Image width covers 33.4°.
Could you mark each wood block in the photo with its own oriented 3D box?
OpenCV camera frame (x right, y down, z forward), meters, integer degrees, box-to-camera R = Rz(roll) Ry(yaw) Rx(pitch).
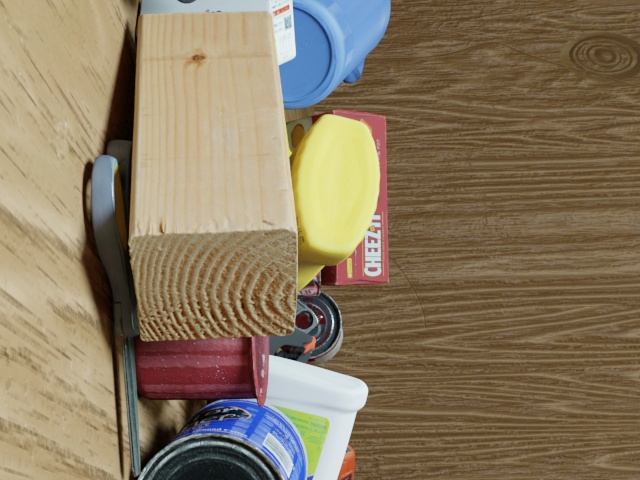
[{"bbox_3d":[-0.067,-0.046,0.656,0.090,0.090,0.206,93,-7,-45],"label":"wood block"}]

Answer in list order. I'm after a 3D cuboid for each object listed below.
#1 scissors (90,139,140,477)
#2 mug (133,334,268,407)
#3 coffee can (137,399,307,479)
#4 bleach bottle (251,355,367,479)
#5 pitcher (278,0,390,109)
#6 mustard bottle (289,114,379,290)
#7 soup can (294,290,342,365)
[{"bbox_3d":[-0.116,0.037,0.616,0.096,0.016,0.202,87,0,-82],"label":"scissors"},{"bbox_3d":[-0.079,0.054,0.701,0.093,0.081,0.117,-87,175,-56],"label":"mug"},{"bbox_3d":[-0.064,0.169,0.728,0.140,0.103,0.103,-14,102,-87],"label":"coffee can"},{"bbox_3d":[-0.041,0.222,0.836,0.068,0.102,0.251,-10,114,-80],"label":"bleach bottle"},{"bbox_3d":[-0.014,-0.220,1.049,0.145,0.149,0.242,-62,-179,24],"label":"pitcher"},{"bbox_3d":[-0.017,-0.014,0.770,0.192,0.058,0.096,140,-43,-66],"label":"mustard bottle"},{"bbox_3d":[-0.012,0.087,1.057,0.102,0.068,0.068,77,11,-79],"label":"soup can"}]
